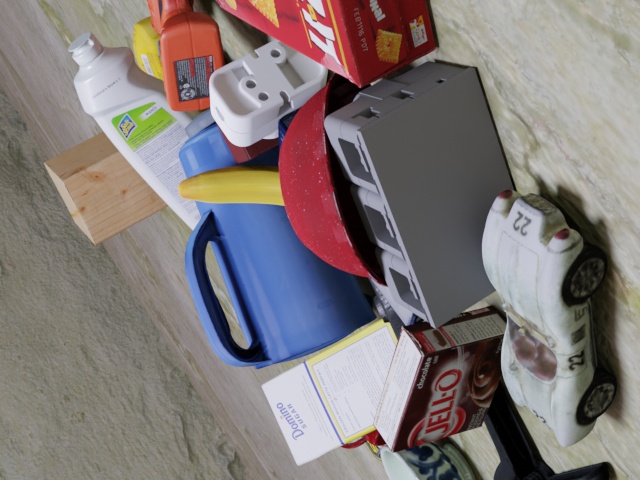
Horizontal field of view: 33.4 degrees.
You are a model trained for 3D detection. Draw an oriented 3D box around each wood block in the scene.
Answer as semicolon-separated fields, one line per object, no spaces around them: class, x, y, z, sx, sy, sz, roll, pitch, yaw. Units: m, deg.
wood block;-0.202;-0.092;1.249;0.091;0.206;0.090;35;151;56

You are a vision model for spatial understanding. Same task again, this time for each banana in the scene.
banana;-0.030;-0.042;0.977;0.198;0.069;0.037;14;120;18

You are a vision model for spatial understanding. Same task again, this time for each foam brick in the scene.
foam brick;-0.049;-0.111;0.979;0.053;0.078;0.051;64;165;-8

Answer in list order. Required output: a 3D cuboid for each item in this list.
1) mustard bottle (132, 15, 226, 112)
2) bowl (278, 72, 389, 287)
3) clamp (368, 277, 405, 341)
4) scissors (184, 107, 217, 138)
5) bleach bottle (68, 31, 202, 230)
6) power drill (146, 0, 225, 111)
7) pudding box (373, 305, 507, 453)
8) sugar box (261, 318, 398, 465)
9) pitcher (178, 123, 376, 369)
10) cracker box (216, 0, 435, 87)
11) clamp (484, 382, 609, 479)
mustard bottle;-0.148;-0.191;1.175;0.192;0.058;0.096;34;147;58
bowl;0.014;-0.041;0.778;0.161;0.055;0.162;-11;-90;-67
clamp;0.069;0.058;0.941;0.171;0.039;0.120;63;177;12
scissors;-0.082;-0.136;1.020;0.016;0.096;0.202;58;168;-2
bleach bottle;-0.167;-0.120;1.125;0.250;0.102;0.068;52;-177;-32
power drill;-0.134;-0.227;0.993;0.184;0.057;0.188;87;169;-50
pudding box;0.097;0.110;0.846;0.039;0.089;0.114;50;141;42
sugar box;0.031;0.146;1.049;0.177;0.048;0.093;-32;78;35
pitcher;-0.057;0.001;1.062;0.243;0.145;0.149;66;-169;2
cracker box;-0.024;-0.215;0.723;0.214;0.072;0.164;40;155;49
clamp;0.176;0.200;0.915;0.165;0.036;0.210;49;157;39
